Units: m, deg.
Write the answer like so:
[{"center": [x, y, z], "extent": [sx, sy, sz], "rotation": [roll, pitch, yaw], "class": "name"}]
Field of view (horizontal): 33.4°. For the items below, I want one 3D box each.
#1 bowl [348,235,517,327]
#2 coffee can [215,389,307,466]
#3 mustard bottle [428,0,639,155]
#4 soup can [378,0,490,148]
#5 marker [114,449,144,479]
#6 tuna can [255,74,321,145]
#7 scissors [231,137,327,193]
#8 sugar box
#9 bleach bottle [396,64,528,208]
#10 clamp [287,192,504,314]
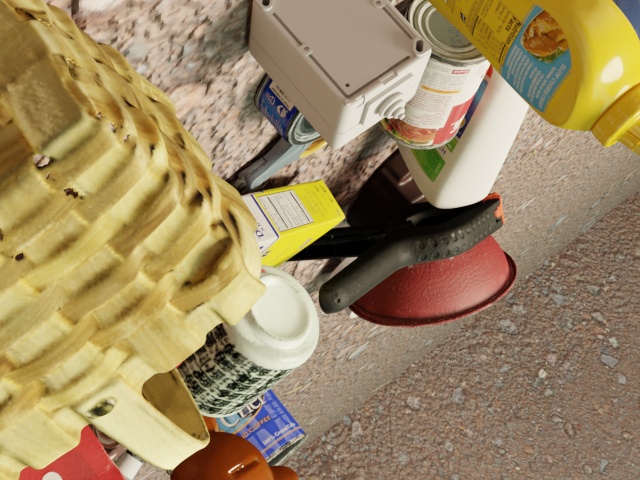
[{"center": [0.096, 0.015, 0.979], "extent": [0.161, 0.162, 0.055], "rotation": [-31, 121, -33], "class": "bowl"}, {"center": [-0.096, 0.184, 1.133], "extent": [0.102, 0.140, 0.103], "rotation": [-37, 167, -11], "class": "coffee can"}, {"center": [0.127, -0.121, 0.612], "extent": [0.058, 0.192, 0.096], "rotation": [-36, 167, -18], "class": "mustard bottle"}, {"center": [0.081, -0.120, 0.753], "extent": [0.068, 0.068, 0.102], "rotation": [-34, 162, -25], "class": "soup can"}, {"center": [-0.122, 0.133, 0.845], "extent": [0.121, 0.020, 0.020], "rotation": [-56, 171, -14], "class": "marker"}, {"center": [0.002, -0.101, 0.685], "extent": [0.086, 0.034, 0.086], "rotation": [-37, 167, -10], "class": "tuna can"}, {"center": [-0.038, -0.057, 0.754], "extent": [0.201, 0.016, 0.096], "rotation": [-35, 169, -23], "class": "scissors"}, {"center": [-0.055, 0.001, 0.799], "extent": [0.093, 0.048, 0.176], "rotation": [-36, 176, 23], "class": "sugar box"}, {"center": [0.124, -0.131, 0.826], "extent": [0.068, 0.102, 0.251], "rotation": [-14, 152, -17], "class": "bleach bottle"}, {"center": [0.064, 0.005, 0.900], "extent": [0.210, 0.036, 0.165], "rotation": [-15, -159, -9], "class": "clamp"}]
